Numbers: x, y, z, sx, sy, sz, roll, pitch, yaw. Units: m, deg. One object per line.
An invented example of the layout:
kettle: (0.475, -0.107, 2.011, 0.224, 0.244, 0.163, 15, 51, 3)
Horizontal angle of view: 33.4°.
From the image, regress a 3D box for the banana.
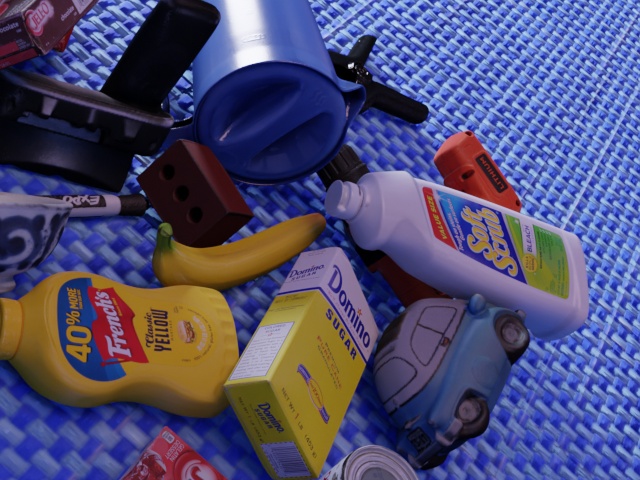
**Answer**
banana: (-0.069, 0.012, 0.851, 0.197, 0.070, 0.037, -9, 61, -54)

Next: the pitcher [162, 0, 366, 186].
pitcher: (-0.068, -0.172, 0.972, 0.149, 0.145, 0.243, 22, 36, -30)

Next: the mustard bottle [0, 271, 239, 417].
mustard bottle: (-0.153, 0.069, 0.742, 0.191, 0.058, 0.096, 10, 55, -31)

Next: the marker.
marker: (-0.187, -0.026, 0.829, 0.120, 0.020, 0.020, -3, 57, -40)

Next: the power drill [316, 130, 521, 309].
power drill: (0.095, -0.037, 1.003, 0.187, 0.057, 0.184, -33, 89, -41)

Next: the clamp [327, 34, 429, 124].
clamp: (0.033, -0.175, 1.123, 0.171, 0.039, 0.120, -1, 49, -47)

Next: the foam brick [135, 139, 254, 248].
foam brick: (-0.102, -0.035, 0.868, 0.078, 0.053, 0.051, 55, 17, 16)

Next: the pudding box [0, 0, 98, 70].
pudding box: (-0.224, -0.163, 0.790, 0.039, 0.090, 0.113, 65, 26, -26)

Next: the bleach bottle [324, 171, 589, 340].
bleach bottle: (0.116, 0.007, 0.916, 0.250, 0.068, 0.102, 18, 57, -27)

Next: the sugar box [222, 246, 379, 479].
sugar box: (-0.008, 0.089, 0.812, 0.093, 0.048, 0.176, 66, 31, -25)

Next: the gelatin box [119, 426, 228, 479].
gelatin box: (-0.102, 0.178, 0.707, 0.073, 0.030, 0.089, 41, 40, -1)

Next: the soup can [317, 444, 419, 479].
soup can: (0.017, 0.192, 0.733, 0.068, 0.102, 0.068, 21, 45, -23)
